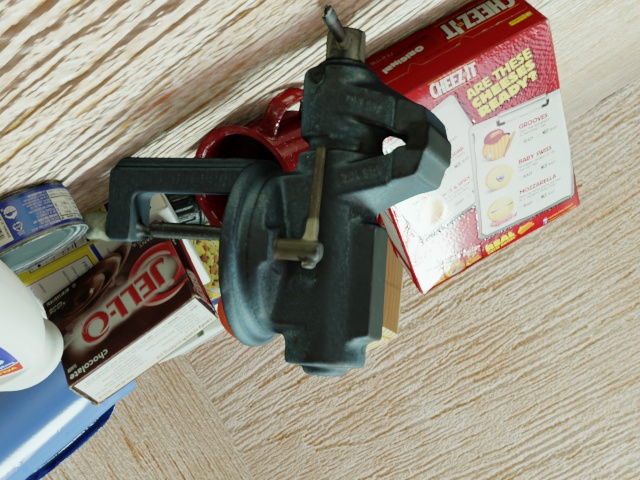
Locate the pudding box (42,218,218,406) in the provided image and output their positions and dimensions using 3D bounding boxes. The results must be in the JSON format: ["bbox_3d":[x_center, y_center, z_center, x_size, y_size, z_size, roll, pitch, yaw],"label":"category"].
[{"bbox_3d":[-0.137,0.050,0.766,0.113,0.090,0.039,-38,135,5],"label":"pudding box"}]

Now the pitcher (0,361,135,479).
[{"bbox_3d":[-0.295,0.171,0.977,0.242,0.149,0.145,-43,-171,-22],"label":"pitcher"}]

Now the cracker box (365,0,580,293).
[{"bbox_3d":[0.115,-0.077,0.872,0.164,0.072,0.213,-29,136,-4],"label":"cracker box"}]

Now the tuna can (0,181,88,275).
[{"bbox_3d":[-0.195,-0.003,0.684,0.086,0.034,0.086,-29,176,-2],"label":"tuna can"}]

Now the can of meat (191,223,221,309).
[{"bbox_3d":[-0.117,0.022,1.064,0.083,0.102,0.057,-26,175,-14],"label":"can of meat"}]

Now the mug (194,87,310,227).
[{"bbox_3d":[-0.033,-0.061,0.801,0.081,0.093,0.117,-31,143,-51],"label":"mug"}]

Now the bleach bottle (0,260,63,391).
[{"bbox_3d":[-0.208,0.051,0.638,0.102,0.068,0.251,-15,164,2],"label":"bleach bottle"}]

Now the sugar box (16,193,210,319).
[{"bbox_3d":[-0.183,0.032,0.824,0.176,0.048,0.093,-29,135,-6],"label":"sugar box"}]
